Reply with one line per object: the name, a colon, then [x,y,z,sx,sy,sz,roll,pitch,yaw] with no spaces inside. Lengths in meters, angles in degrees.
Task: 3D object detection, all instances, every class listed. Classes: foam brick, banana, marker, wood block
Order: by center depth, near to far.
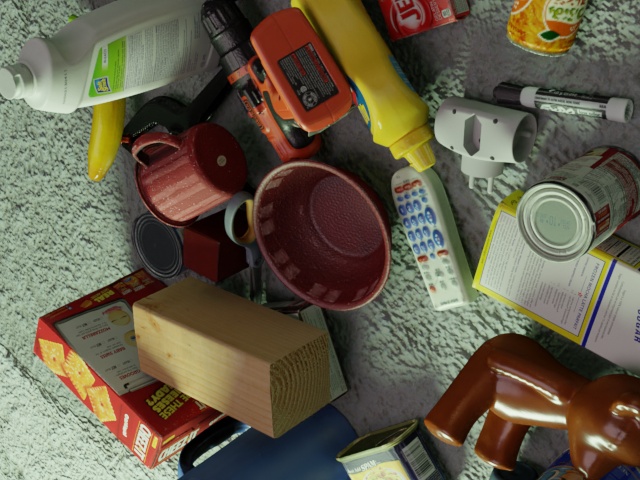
marker: [0.196,-0.115,0.878,0.121,0.020,0.020,15,118,36]
wood block: [-0.097,0.120,1.140,0.206,0.090,0.090,18,122,37]
foam brick: [-0.104,0.004,1.159,0.053,0.078,0.051,26,123,31]
banana: [-0.248,-0.169,1.214,0.070,0.037,0.198,-13,81,50]

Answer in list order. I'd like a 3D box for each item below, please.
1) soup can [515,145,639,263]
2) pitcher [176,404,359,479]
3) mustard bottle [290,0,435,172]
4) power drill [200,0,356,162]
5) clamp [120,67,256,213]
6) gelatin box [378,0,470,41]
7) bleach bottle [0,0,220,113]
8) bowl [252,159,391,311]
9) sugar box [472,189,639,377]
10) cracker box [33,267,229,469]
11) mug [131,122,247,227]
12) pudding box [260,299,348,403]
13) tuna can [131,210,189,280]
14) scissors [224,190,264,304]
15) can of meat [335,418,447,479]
soup can: [0.209,-0.030,0.847,0.069,0.102,0.068,19,121,34]
pitcher: [-0.079,0.265,1.140,0.149,0.242,0.145,-27,87,39]
mustard bottle: [0.046,-0.146,0.949,0.058,0.096,0.191,-32,88,2]
power drill: [-0.043,-0.159,0.987,0.184,0.057,0.188,57,170,-8]
clamp: [-0.143,-0.120,1.165,0.210,0.036,0.164,14,118,36]
gelatin box: [0.082,-0.224,0.921,0.073,0.030,0.089,-10,102,44]
bleach bottle: [-0.201,-0.188,1.034,0.068,0.250,0.103,25,124,31]
bowl: [0.012,-0.014,1.056,0.162,0.055,0.162,18,124,28]
sugar box: [0.222,0.036,0.907,0.176,0.048,0.093,29,126,25]
cracker box: [-0.205,0.145,1.253,0.214,0.163,0.072,40,132,22]
mug: [-0.137,-0.076,1.086,0.082,0.093,0.117,-24,135,37]
pudding box: [-0.026,0.123,1.172,0.090,0.039,0.113,-8,105,44]
tuna can: [-0.182,0.002,1.258,0.086,0.033,0.086,19,121,35]
scissors: [-0.058,0.001,1.148,0.016,0.096,0.202,37,161,27]
can of meat: [0.078,0.244,1.123,0.102,0.057,0.084,-28,91,45]
